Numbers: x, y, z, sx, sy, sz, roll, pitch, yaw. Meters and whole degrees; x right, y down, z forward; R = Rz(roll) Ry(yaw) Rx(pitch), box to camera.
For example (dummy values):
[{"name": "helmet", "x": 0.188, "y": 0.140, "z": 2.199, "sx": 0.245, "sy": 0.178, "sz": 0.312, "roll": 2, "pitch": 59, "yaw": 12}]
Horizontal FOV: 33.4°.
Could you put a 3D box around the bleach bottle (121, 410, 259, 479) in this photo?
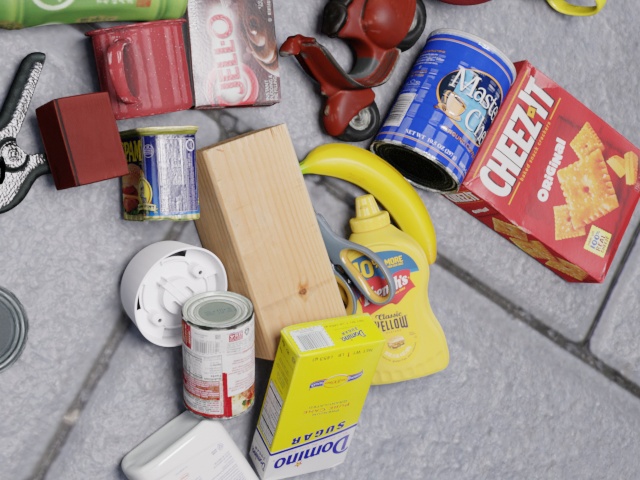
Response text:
[{"name": "bleach bottle", "x": -0.085, "y": 0.288, "z": 1.033, "sx": 0.102, "sy": 0.068, "sz": 0.251, "roll": -36, "pitch": 107, "yaw": -22}]

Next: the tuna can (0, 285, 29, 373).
[{"name": "tuna can", "x": -0.303, "y": 0.078, "z": 0.941, "sx": 0.086, "sy": 0.034, "sz": 0.086, "roll": 0, "pitch": 90, "yaw": -26}]

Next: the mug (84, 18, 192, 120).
[{"name": "mug", "x": -0.164, "y": -0.153, "z": 0.966, "sx": 0.093, "sy": 0.117, "sz": 0.081, "roll": -7, "pitch": 100, "yaw": 8}]

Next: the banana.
[{"name": "banana", "x": 0.058, "y": -0.048, "z": 1.117, "sx": 0.197, "sy": 0.037, "sz": 0.070, "roll": 32, "pitch": 106, "yaw": -19}]

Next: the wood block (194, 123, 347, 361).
[{"name": "wood block", "x": -0.057, "y": 0.001, "z": 1.029, "sx": 0.090, "sy": 0.090, "sz": 0.206, "roll": -21, "pitch": 99, "yaw": -25}]

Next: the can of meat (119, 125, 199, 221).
[{"name": "can of meat", "x": -0.148, "y": -0.061, "z": 0.979, "sx": 0.057, "sy": 0.102, "sz": 0.084, "roll": -5, "pitch": 95, "yaw": -26}]

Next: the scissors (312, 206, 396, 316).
[{"name": "scissors", "x": -0.010, "y": 0.002, "z": 1.075, "sx": 0.202, "sy": 0.096, "sz": 0.016, "roll": 43, "pitch": 29, "yaw": 13}]

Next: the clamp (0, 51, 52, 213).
[{"name": "clamp", "x": -0.268, "y": -0.072, "z": 0.956, "sx": 0.120, "sy": 0.039, "sz": 0.171, "roll": 45, "pitch": 72, "yaw": -16}]

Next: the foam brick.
[{"name": "foam brick", "x": -0.210, "y": -0.088, "z": 0.940, "sx": 0.051, "sy": 0.053, "sz": 0.078, "roll": -18, "pitch": 98, "yaw": -33}]

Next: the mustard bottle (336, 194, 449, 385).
[{"name": "mustard bottle", "x": 0.066, "y": 0.047, "z": 1.094, "sx": 0.096, "sy": 0.058, "sz": 0.191, "roll": -12, "pitch": 98, "yaw": 10}]

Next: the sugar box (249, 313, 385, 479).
[{"name": "sugar box", "x": -0.005, "y": 0.152, "z": 1.014, "sx": 0.093, "sy": 0.048, "sz": 0.176, "roll": -7, "pitch": 130, "yaw": -26}]

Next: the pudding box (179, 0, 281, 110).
[{"name": "pudding box", "x": -0.090, "y": -0.185, "z": 1.040, "sx": 0.089, "sy": 0.039, "sz": 0.113, "roll": -7, "pitch": 93, "yaw": -25}]

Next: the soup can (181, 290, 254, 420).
[{"name": "soup can", "x": -0.095, "y": 0.106, "z": 0.989, "sx": 0.068, "sy": 0.069, "sz": 0.102, "roll": -12, "pitch": 120, "yaw": -25}]

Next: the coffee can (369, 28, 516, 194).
[{"name": "coffee can", "x": 0.128, "y": -0.134, "z": 1.110, "sx": 0.102, "sy": 0.103, "sz": 0.140, "roll": 33, "pitch": 76, "yaw": -22}]

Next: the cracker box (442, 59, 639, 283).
[{"name": "cracker box", "x": 0.255, "y": -0.073, "z": 1.189, "sx": 0.213, "sy": 0.072, "sz": 0.164, "roll": 33, "pitch": 76, "yaw": -22}]
